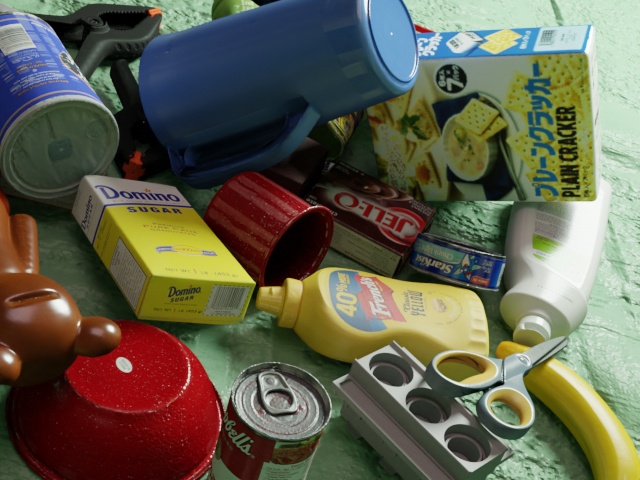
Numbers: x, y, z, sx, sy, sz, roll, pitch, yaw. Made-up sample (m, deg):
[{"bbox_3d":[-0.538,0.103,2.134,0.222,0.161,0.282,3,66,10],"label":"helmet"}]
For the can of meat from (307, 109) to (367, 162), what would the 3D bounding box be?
[{"bbox_3d":[-0.004,-0.140,1.109,0.102,0.058,0.083,55,35,-21],"label":"can of meat"}]

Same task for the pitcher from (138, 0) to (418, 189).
[{"bbox_3d":[-0.038,-0.147,0.976,0.243,0.149,0.144,-12,10,31],"label":"pitcher"}]

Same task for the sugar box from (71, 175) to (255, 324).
[{"bbox_3d":[-0.133,0.004,0.875,0.093,0.048,0.176,7,27,-35],"label":"sugar box"}]

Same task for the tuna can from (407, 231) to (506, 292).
[{"bbox_3d":[0.125,0.019,0.974,0.086,0.034,0.086,15,5,-2],"label":"tuna can"}]

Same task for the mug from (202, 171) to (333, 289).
[{"bbox_3d":[-0.056,0.001,0.925,0.082,0.093,0.117,34,76,27],"label":"mug"}]

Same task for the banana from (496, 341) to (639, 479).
[{"bbox_3d":[0.211,0.152,0.870,0.069,0.037,0.198,1,40,-21],"label":"banana"}]

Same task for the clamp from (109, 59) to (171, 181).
[{"bbox_3d":[-0.176,-0.122,1.061,0.120,0.039,0.171,18,37,4],"label":"clamp"}]

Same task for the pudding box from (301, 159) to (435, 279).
[{"bbox_3d":[0.043,-0.021,1.020,0.113,0.039,0.089,26,38,11],"label":"pudding box"}]

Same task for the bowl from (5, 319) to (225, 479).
[{"bbox_3d":[-0.143,0.108,0.771,0.162,0.055,0.162,10,37,-8],"label":"bowl"}]

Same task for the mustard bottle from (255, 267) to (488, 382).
[{"bbox_3d":[0.041,0.065,0.896,0.191,0.058,0.096,10,36,-9],"label":"mustard bottle"}]

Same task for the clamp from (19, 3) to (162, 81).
[{"bbox_3d":[-0.260,-0.226,1.161,0.165,0.036,0.209,32,37,18],"label":"clamp"}]

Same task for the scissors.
[{"bbox_3d":[0.164,0.113,0.843,0.201,0.016,0.096,1,38,-41],"label":"scissors"}]

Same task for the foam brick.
[{"bbox_3d":[-0.032,-0.063,1.033,0.051,0.053,0.078,24,39,8],"label":"foam brick"}]

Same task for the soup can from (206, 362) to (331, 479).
[{"bbox_3d":[-0.037,0.142,0.730,0.068,0.102,0.068,11,38,-9],"label":"soup can"}]

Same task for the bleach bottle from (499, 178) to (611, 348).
[{"bbox_3d":[0.216,0.016,1.026,0.102,0.068,0.250,21,40,8],"label":"bleach bottle"}]

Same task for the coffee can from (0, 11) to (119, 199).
[{"bbox_3d":[-0.249,-0.118,0.923,0.102,0.103,0.140,-11,46,-32],"label":"coffee can"}]
